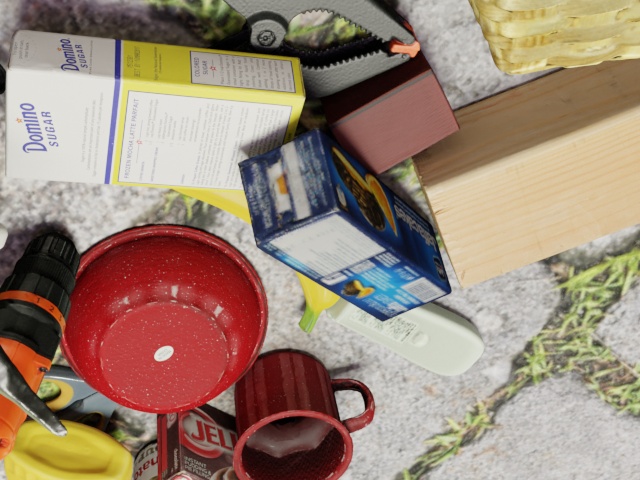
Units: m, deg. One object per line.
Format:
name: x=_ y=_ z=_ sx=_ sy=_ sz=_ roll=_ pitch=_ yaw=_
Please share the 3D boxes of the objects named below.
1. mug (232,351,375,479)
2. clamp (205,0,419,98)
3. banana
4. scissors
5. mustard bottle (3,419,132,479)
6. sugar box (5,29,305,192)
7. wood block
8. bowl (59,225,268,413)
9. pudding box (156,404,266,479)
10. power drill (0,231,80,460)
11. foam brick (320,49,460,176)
mug: x=-0.015 y=0.139 z=0.845 sx=0.117 sy=0.081 sz=0.093 roll=-18 pitch=125 yaw=3
clamp: x=-0.040 y=-0.145 z=0.676 sx=0.210 sy=0.036 sz=0.165 roll=-2 pitch=129 yaw=-6
banana: x=-0.039 y=-0.008 z=0.765 sx=0.069 sy=0.037 sz=0.197 roll=-40 pitch=120 yaw=3
scissors: x=-0.164 y=0.102 z=0.837 sx=0.202 sy=0.016 sz=0.096 roll=-38 pitch=121 yaw=16
mustard bottle: x=-0.205 y=0.227 z=0.876 sx=0.096 sy=0.058 sz=0.192 roll=13 pitch=133 yaw=1
sugar box: x=-0.106 y=-0.078 z=0.669 sx=0.176 sy=0.048 sz=0.093 roll=6 pitch=138 yaw=-13
wood block: x=0.173 y=-0.057 z=0.739 sx=0.206 sy=0.090 sz=0.091 roll=-21 pitch=124 yaw=5
bowl: x=-0.116 y=0.072 z=0.789 sx=0.162 sy=0.055 sz=0.162 roll=-4 pitch=116 yaw=-8
pudding box: x=-0.078 y=0.182 z=0.860 sx=0.113 sy=0.090 sz=0.039 roll=33 pitch=114 yaw=-27
power drill: x=-0.233 y=0.102 z=0.749 sx=0.057 sy=0.184 sz=0.188 roll=26 pitch=132 yaw=-13
foam brick: x=0.046 y=-0.088 z=0.720 sx=0.078 sy=0.053 sz=0.051 roll=-28 pitch=123 yaw=11
